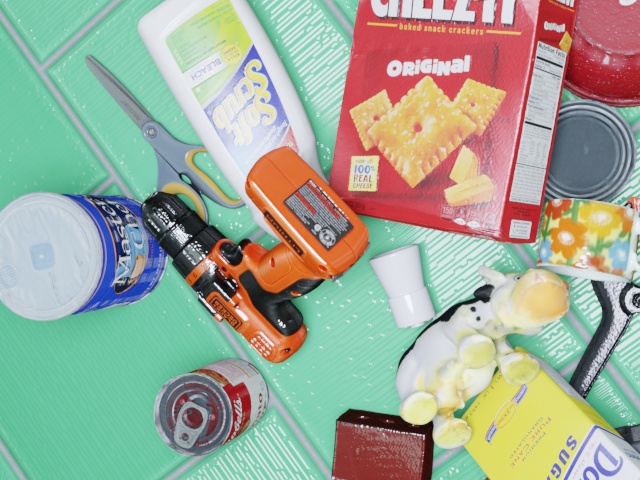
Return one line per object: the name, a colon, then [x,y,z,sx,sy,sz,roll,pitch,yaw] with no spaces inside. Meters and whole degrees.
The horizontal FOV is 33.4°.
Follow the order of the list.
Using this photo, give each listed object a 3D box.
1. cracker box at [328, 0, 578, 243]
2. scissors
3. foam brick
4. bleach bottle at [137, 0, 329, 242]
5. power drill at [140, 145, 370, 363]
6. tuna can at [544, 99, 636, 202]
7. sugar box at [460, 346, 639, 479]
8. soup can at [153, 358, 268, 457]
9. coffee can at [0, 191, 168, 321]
cracker box: [0.100,-0.115,0.836,0.164,0.071,0.214,13,96,36]
scissors: [-0.153,-0.076,0.958,0.202,0.016,0.096,33,98,12]
foam brick: [0.053,0.175,0.890,0.078,0.053,0.051,6,93,14]
bleach bottle: [-0.050,-0.099,0.906,0.102,0.068,0.251,-33,88,-2]
power drill: [-0.056,0.001,0.862,0.184,0.057,0.188,45,145,0]
tuna can: [0.208,-0.068,0.852,0.086,0.033,0.086,0,91,15]
sugar box: [0.177,0.165,0.804,0.048,0.176,0.093,29,101,-29]
soup can: [-0.090,0.139,0.902,0.068,0.102,0.068,0,91,15]
coffee can: [-0.203,0.011,0.909,0.103,0.140,0.103,0,91,15]
